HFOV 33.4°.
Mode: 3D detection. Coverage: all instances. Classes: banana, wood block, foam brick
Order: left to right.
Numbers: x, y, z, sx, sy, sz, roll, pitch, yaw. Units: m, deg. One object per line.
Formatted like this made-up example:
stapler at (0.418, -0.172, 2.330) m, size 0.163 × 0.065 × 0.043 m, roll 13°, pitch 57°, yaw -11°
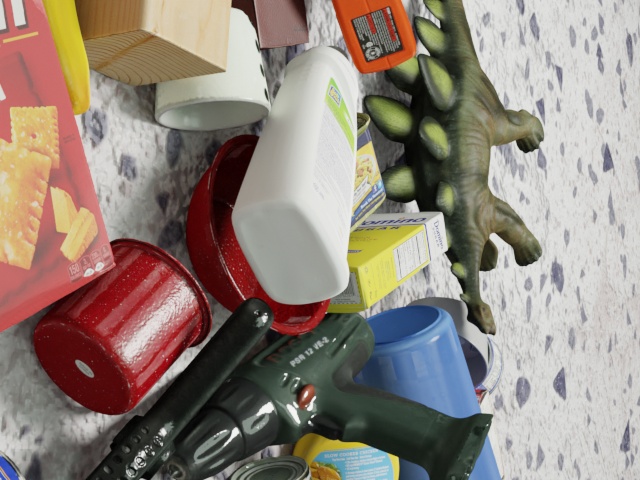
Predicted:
banana at (-0.168, -0.175, 0.671) m, size 0.037 × 0.070 × 0.198 m, roll 3°, pitch 88°, yaw -39°
wood block at (-0.117, -0.222, 0.734) m, size 0.090 × 0.091 × 0.206 m, roll 18°, pitch 73°, yaw -56°
foam brick at (-0.052, -0.182, 0.876) m, size 0.078 × 0.051 × 0.053 m, roll -21°, pitch 107°, yaw -57°

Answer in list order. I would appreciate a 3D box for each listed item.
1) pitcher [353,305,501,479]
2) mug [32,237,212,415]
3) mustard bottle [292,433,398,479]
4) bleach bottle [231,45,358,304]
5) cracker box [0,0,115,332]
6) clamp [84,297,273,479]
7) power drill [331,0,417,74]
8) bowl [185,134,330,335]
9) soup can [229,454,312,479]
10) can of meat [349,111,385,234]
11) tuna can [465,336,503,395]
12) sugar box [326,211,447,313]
pitcher at (0.092, 0.195, 1.030) m, size 0.149 × 0.145 × 0.243 m, roll -47°, pitch 124°, yaw -64°
mug at (-0.133, 0.067, 0.704) m, size 0.081 × 0.093 × 0.117 m, roll -50°, pitch 159°, yaw -42°
mustard bottle at (0.022, 0.215, 0.942) m, size 0.096 × 0.058 × 0.191 m, roll -3°, pitch 89°, yaw -15°
bleach bottle at (-0.005, -0.071, 0.841) m, size 0.250 × 0.068 × 0.102 m, roll -77°, pitch 149°, yaw -49°
cracker box at (-0.210, -0.053, 0.589) m, size 0.163 × 0.072 × 0.214 m, roll -34°, pitch 116°, yaw -55°
clamp at (-0.117, 0.137, 0.717) m, size 0.036 × 0.165 × 0.209 m, roll 40°, pitch 64°, yaw 1°
power drill at (0.029, -0.253, 0.940) m, size 0.184 × 0.057 × 0.187 m, roll 61°, pitch 15°, yaw -46°
bowl at (-0.055, 0.001, 0.836) m, size 0.161 × 0.055 × 0.162 m, roll 34°, pitch 48°, yaw -47°
soup can at (-0.032, 0.234, 0.866) m, size 0.068 × 0.069 × 0.102 m, roll -31°, pitch 114°, yaw -55°
can of meat at (0.009, -0.054, 0.947) m, size 0.102 × 0.058 × 0.084 m, roll -42°, pitch 128°, yaw -34°
tuna can at (0.152, 0.134, 1.157) m, size 0.033 × 0.086 × 0.086 m, roll 43°, pitch 53°, yaw -47°
sugar box at (0.039, 0.016, 0.972) m, size 0.176 × 0.093 × 0.048 m, roll -35°, pitch 118°, yaw -55°
